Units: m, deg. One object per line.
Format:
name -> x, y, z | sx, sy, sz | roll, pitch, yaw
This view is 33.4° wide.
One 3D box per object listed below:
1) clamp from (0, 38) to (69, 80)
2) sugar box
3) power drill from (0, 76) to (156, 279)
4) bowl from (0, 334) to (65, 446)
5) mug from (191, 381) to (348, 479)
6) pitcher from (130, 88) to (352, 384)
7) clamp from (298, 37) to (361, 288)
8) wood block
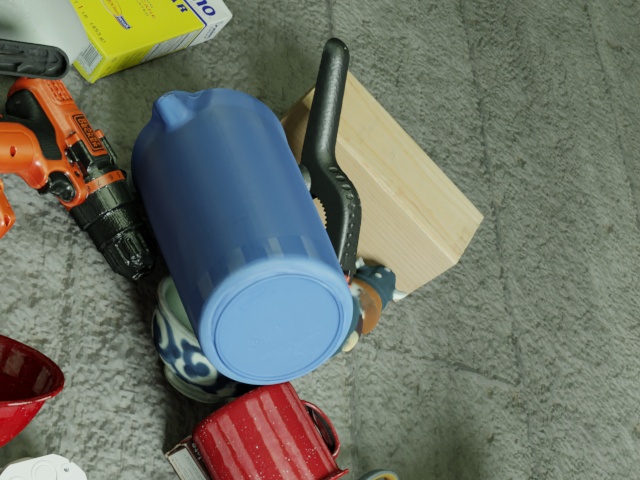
clamp -> -0.280, -0.135, 0.756 | 0.172, 0.039, 0.120 | 12, 13, 17
sugar box -> -0.168, -0.212, 0.974 | 0.093, 0.048, 0.175 | 54, 44, 1
power drill -> -0.209, -0.039, 0.781 | 0.184, 0.057, 0.187 | 57, 20, 3
bowl -> -0.245, 0.095, 0.662 | 0.161, 0.162, 0.055 | 11, 98, -36
mug -> -0.032, 0.149, 0.769 | 0.117, 0.093, 0.081 | -17, 72, -46
pitcher -> -0.055, 0.001, 0.808 | 0.149, 0.145, 0.243 | 9, 30, -24
clamp -> -0.008, -0.059, 0.926 | 0.036, 0.165, 0.210 | -4, 67, -48
wood block -> 0.046, -0.055, 1.025 | 0.206, 0.091, 0.090 | 46, 42, -7
